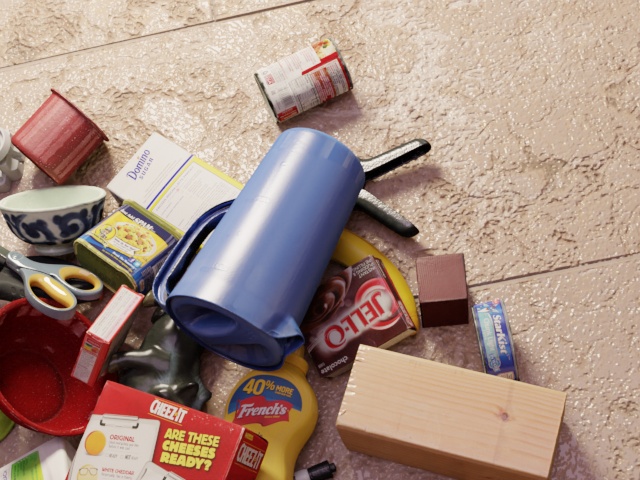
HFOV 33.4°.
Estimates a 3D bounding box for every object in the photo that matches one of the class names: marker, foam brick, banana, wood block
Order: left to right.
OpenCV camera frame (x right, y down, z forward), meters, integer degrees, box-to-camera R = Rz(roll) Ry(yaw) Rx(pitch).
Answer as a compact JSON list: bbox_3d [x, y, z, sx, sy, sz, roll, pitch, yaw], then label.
[{"bbox_3d":[-0.041,0.252,1.091,0.121,0.020,0.020,-20,63,0],"label":"marker"},{"bbox_3d":[0.037,0.031,1.176,0.198,0.037,0.069,29,94,23],"label":"banana"},{"bbox_3d":[0.128,0.054,1.122,0.051,0.078,0.053,-5,64,6],"label":"foam brick"},{"bbox_3d":[0.130,0.180,1.055,0.206,0.090,0.090,12,66,16],"label":"wood block"}]

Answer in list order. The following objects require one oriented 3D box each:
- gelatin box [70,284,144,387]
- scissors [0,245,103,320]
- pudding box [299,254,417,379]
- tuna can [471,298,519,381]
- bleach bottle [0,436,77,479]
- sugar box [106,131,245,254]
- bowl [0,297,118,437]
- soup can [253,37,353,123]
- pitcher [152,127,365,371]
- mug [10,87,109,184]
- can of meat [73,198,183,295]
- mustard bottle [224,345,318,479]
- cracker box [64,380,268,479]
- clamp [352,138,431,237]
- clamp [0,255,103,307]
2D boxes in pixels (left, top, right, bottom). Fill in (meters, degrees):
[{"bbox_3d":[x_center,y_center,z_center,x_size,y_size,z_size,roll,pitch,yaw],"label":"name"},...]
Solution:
[{"bbox_3d":[-0.228,0.101,1.140,0.030,0.073,0.089,28,38,0],"label":"gelatin box"},{"bbox_3d":[-0.319,0.023,1.191,0.096,0.016,0.202,-12,41,-42],"label":"scissors"},{"bbox_3d":[0.033,0.082,1.127,0.114,0.039,0.090,-33,69,15],"label":"pudding box"},{"bbox_3d":[0.178,0.104,1.085,0.034,0.086,0.086,-11,63,6],"label":"tuna can"},{"bbox_3d":[-0.358,0.300,1.092,0.251,0.068,0.103,-29,34,-2],"label":"bleach bottle"},{"bbox_3d":[-0.152,-0.046,1.241,0.176,0.048,0.093,31,73,26],"label":"sugar box"},{"bbox_3d":[-0.298,0.144,1.139,0.055,0.161,0.162,-38,56,35],"label":"bowl"},{"bbox_3d":[-0.020,-0.190,1.272,0.102,0.068,0.068,-26,63,-2],"label":"soup can"},{"bbox_3d":[-0.057,0.001,1.114,0.149,0.145,0.242,33,63,-10],"label":"pitcher"},{"bbox_3d":[-0.322,-0.126,1.292,0.081,0.093,0.117,-49,35,-9],"label":"mug"},{"bbox_3d":[-0.214,0.013,1.201,0.102,0.057,0.083,33,53,22],"label":"can of meat"},{"bbox_3d":[-0.055,0.187,1.093,0.096,0.058,0.191,6,55,24],"label":"mustard bottle"},{"bbox_3d":[-0.164,0.260,1.005,0.164,0.072,0.213,14,74,26],"label":"cracker box"},{"bbox_3d":[0.042,-0.055,1.213,0.172,0.039,0.120,-6,59,15],"label":"clamp"},{"bbox_3d":[-0.353,0.038,1.210,0.209,0.036,0.165,3,26,-17],"label":"clamp"}]
